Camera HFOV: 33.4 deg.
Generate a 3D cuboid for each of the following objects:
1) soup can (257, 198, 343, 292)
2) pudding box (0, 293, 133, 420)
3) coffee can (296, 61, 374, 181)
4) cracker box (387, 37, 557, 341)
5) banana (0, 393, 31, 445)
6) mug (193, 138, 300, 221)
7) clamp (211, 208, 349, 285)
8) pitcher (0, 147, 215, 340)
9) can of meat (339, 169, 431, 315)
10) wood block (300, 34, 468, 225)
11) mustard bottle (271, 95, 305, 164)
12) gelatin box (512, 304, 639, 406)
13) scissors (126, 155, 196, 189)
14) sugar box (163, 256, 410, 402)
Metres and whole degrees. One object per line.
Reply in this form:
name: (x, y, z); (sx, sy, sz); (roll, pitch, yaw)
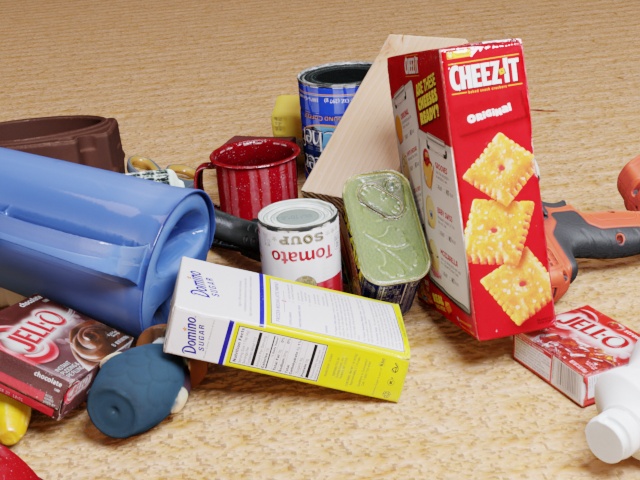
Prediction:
soup can: (-0.015, 0.024, 0.882); (0.068, 0.102, 0.068); (-3, 23, 1)
pudding box: (-0.204, 0.084, 0.795); (0.090, 0.039, 0.113); (24, 13, 7)
coffee can: (0.031, -0.112, 1.148); (0.103, 0.140, 0.103); (-4, 23, 1)
cracker box: (0.116, -0.045, 0.837); (0.072, 0.214, 0.164); (-9, 9, -9)
banana: (-0.273, 0.108, 0.822); (0.198, 0.037, 0.069); (12, 47, 37)
mug: (-0.076, -0.053, 1.103); (0.117, 0.081, 0.093); (2, 24, 15)
clamp: (-0.056, 0.001, 0.985); (0.210, 0.036, 0.164); (17, -5, 16)
pitcher: (-0.222, -0.008, 0.883); (0.243, 0.149, 0.144); (15, 47, 14)
can of meat: (0.049, 0.006, 0.882); (0.057, 0.084, 0.102); (-9, 64, -9)
wood block: (0.076, -0.094, 1.041); (0.091, 0.090, 0.206); (10, 59, 33)
mustard bottle: (0.044, -0.125, 1.239); (0.192, 0.096, 0.058); (4, 55, 17)
gelatin box: (0.197, 0.083, 0.794); (0.073, 0.030, 0.089); (-14, 25, -22)
scissors: (-0.144, -0.049, 1.188); (0.096, 0.016, 0.202); (-4, 29, -42)
sugar box: (-0.025, 0.065, 0.796); (0.176, 0.048, 0.093); (11, 21, -7)
